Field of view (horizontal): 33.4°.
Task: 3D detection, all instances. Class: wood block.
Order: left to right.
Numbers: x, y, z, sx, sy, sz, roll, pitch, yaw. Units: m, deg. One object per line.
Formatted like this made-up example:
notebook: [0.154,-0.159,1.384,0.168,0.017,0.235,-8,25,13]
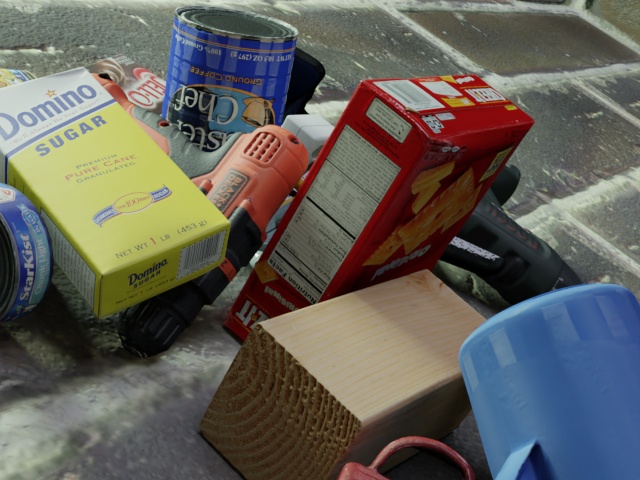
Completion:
wood block: [0.031,0.094,0.704,0.091,0.090,0.205,41,27,22]

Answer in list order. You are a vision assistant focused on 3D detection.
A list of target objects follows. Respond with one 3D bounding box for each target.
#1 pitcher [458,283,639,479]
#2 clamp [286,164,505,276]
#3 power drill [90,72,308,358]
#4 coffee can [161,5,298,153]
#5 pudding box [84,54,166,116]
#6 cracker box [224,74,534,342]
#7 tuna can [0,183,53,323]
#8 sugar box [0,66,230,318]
pitcher: [0.153,0.150,0.565,0.149,0.145,0.243,67,5,-67]
clamp: [0.051,-0.022,0.915,0.209,0.036,0.164,-17,71,-17]
power drill: [-0.126,-0.027,0.741,0.188,0.057,0.184,28,68,24]
coffee can: [-0.080,-0.114,0.887,0.102,0.140,0.103,10,22,-4]
pudding box: [-0.170,-0.122,0.955,0.090,0.039,0.113,31,26,4]
cracker box: [0.045,-0.013,0.771,0.072,0.214,0.163,42,29,21]
tuna can: [-0.200,0.009,0.633,0.086,0.086,0.033,38,25,18]
sugar box: [-0.145,-0.037,0.672,0.093,0.048,0.176,-24,58,-34]
